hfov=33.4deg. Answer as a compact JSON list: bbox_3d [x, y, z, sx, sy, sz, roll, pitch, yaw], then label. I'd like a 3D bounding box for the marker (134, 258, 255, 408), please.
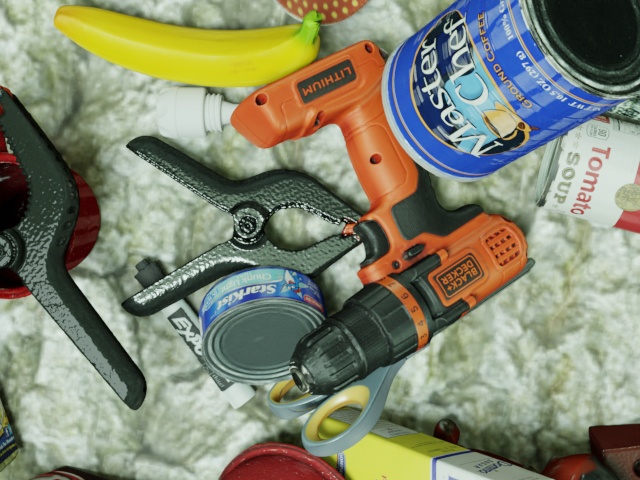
[{"bbox_3d":[-0.088,0.063,0.737,0.020,0.020,0.121,-37,90,7],"label":"marker"}]

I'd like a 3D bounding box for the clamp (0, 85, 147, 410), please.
[{"bbox_3d":[-0.183,0.011,0.648,0.164,0.036,0.210,4,91,-4],"label":"clamp"}]

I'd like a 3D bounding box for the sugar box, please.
[{"bbox_3d":[0.060,0.171,0.667,0.177,0.048,0.093,10,97,50],"label":"sugar box"}]

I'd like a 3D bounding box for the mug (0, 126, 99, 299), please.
[{"bbox_3d":[-0.199,-0.024,0.709,0.093,0.081,0.117,-13,94,6],"label":"mug"}]

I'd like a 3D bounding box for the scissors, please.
[{"bbox_3d":[0.058,0.079,0.696,0.202,0.096,0.016,-24,123,9],"label":"scissors"}]

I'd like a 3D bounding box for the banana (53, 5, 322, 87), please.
[{"bbox_3d":[-0.078,-0.129,0.695,0.198,0.069,0.037,5,56,23],"label":"banana"}]

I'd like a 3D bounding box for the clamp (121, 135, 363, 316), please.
[{"bbox_3d":[-0.055,0.001,0.714,0.171,0.039,0.120,10,92,2],"label":"clamp"}]

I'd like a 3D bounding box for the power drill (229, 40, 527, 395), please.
[{"bbox_3d":[0.022,-0.017,0.669,0.184,0.057,0.187,-31,91,-28],"label":"power drill"}]

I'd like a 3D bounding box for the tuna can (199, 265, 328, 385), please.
[{"bbox_3d":[-0.037,0.056,0.701,0.086,0.034,0.086,-6,136,-6],"label":"tuna can"}]

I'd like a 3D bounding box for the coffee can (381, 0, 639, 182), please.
[{"bbox_3d":[0.114,-0.104,0.622,0.102,0.141,0.103,9,71,-26],"label":"coffee can"}]
